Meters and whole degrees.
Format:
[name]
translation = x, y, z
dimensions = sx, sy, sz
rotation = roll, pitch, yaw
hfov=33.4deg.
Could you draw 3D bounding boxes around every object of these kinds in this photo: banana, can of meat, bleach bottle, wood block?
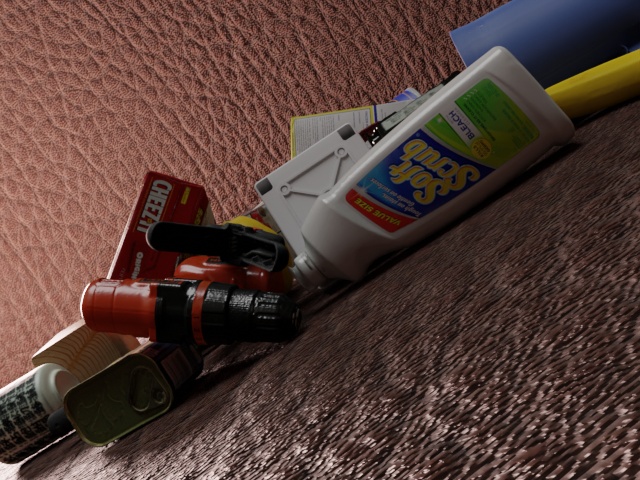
[banana]
translation = 0.245, -0.131, 0.898
dimensions = 0.069, 0.037, 0.198
rotation = -32, 7, -35
[can of meat]
translation = -0.159, 0.125, 0.930
dimensions = 0.102, 0.057, 0.083
rotation = -31, 3, 21
[bleach bottle]
translation = 0.081, -0.043, 0.882
dimensions = 0.251, 0.102, 0.068
rotation = -41, -2, 4
[wood block]
translation = -0.279, 0.142, 1.309
dimensions = 0.091, 0.090, 0.206
rotation = -33, 5, -4

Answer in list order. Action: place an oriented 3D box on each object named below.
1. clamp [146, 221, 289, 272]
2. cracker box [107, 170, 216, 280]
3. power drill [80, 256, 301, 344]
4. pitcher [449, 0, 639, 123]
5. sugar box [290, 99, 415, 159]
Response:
[clamp]
translation = -0.085, 0.002, 0.943
dimensions = 0.171, 0.120, 0.039
rotation = -125, 50, -89
[cracker box]
translation = -0.178, 0.026, 1.194
dimensions = 0.214, 0.072, 0.164
rotation = 96, -169, -80
[power drill]
translation = -0.090, 0.051, 0.930
dimensions = 0.184, 0.057, 0.187
rotation = 5, 4, 13
[pitcher]
translation = 0.260, -0.197, 1.033
dimensions = 0.243, 0.149, 0.145
rotation = -29, -9, 14
[sugar box]
translation = 0.051, -0.122, 1.367
dimensions = 0.176, 0.093, 0.048
rotation = -5, -25, 7
